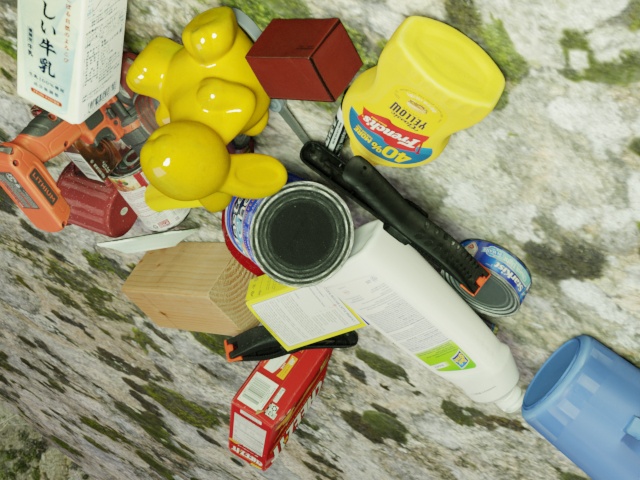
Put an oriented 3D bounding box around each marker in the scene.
[{"bbox_3d":[0.020,-0.108,1.001,0.020,0.020,0.121,32,154,4],"label":"marker"}]

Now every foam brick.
[{"bbox_3d":[-0.015,-0.156,0.921,0.078,0.053,0.051,11,146,40],"label":"foam brick"}]

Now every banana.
[{"bbox_3d":[-0.125,-0.055,1.177,0.198,0.037,0.069,-4,-179,30],"label":"banana"}]

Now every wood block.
[{"bbox_3d":[-0.161,0.063,1.422,0.207,0.090,0.090,1,140,48],"label":"wood block"}]

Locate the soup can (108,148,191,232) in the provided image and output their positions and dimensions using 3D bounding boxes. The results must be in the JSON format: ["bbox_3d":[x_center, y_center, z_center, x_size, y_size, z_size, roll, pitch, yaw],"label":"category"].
[{"bbox_3d":[-0.204,-0.066,1.276,0.069,0.068,0.102,12,148,37],"label":"soup can"}]

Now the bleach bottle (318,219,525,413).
[{"bbox_3d":[0.113,0.090,1.094,0.250,0.068,0.103,44,143,-16],"label":"bleach bottle"}]

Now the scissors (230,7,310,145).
[{"bbox_3d":[-0.062,-0.143,1.036,0.096,0.016,0.201,12,145,33],"label":"scissors"}]

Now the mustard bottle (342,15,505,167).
[{"bbox_3d":[0.070,-0.109,0.897,0.096,0.058,0.192,32,155,-8],"label":"mustard bottle"}]

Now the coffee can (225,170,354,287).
[{"bbox_3d":[-0.034,-0.016,1.072,0.102,0.103,0.140,42,177,-16],"label":"coffee can"}]

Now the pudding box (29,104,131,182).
[{"bbox_3d":[-0.257,-0.136,1.193,0.039,0.090,0.113,12,147,40],"label":"pudding box"}]

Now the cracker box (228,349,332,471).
[{"bbox_3d":[-0.052,0.208,1.460,0.072,0.164,0.214,31,154,10],"label":"cracker box"}]

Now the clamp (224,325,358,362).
[{"bbox_3d":[-0.031,0.124,1.338,0.171,0.039,0.120,-14,150,10],"label":"clamp"}]

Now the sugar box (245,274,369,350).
[{"bbox_3d":[0.013,0.059,1.189,0.176,0.048,0.093,-21,127,26],"label":"sugar box"}]

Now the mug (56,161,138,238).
[{"bbox_3d":[-0.284,-0.060,1.361,0.082,0.093,0.117,18,140,20],"label":"mug"}]

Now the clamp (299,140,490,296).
[{"bbox_3d":[0.076,-0.019,0.970,0.210,0.036,0.164,38,180,-11],"label":"clamp"}]

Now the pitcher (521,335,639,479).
[{"bbox_3d":[0.327,0.205,1.059,0.243,0.144,0.149,37,131,0],"label":"pitcher"}]

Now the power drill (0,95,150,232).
[{"bbox_3d":[-0.249,-0.099,1.135,0.057,0.187,0.184,0,135,45],"label":"power drill"}]

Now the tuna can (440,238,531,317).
[{"bbox_3d":[0.166,0.037,1.064,0.086,0.033,0.086,27,153,15],"label":"tuna can"}]
